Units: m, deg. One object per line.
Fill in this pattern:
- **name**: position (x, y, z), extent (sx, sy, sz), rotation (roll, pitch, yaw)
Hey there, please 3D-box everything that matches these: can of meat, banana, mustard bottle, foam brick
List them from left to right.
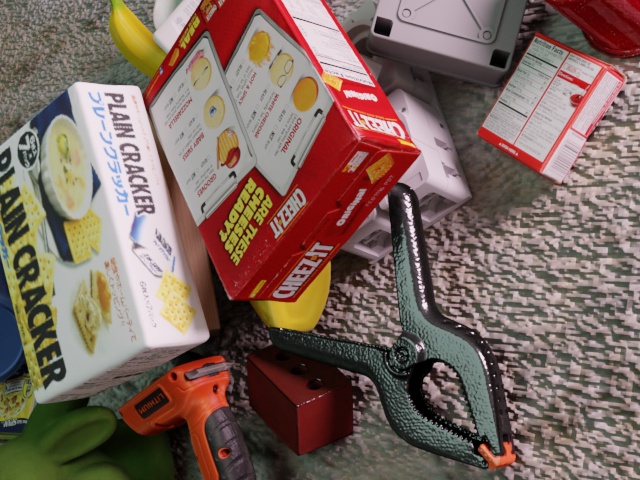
- **can of meat**: position (-0.298, 0.170, 1.112), extent (0.102, 0.057, 0.084), rotation (-9, 68, 43)
- **banana**: position (-0.143, -0.179, 1.060), extent (0.198, 0.070, 0.037), rotation (32, 57, 14)
- **mustard bottle**: position (-0.056, 0.001, 0.914), extent (0.192, 0.058, 0.096), rotation (-140, 47, -57)
- **foam brick**: position (-0.017, 0.121, 0.838), extent (0.078, 0.052, 0.051), rotation (37, 136, 45)

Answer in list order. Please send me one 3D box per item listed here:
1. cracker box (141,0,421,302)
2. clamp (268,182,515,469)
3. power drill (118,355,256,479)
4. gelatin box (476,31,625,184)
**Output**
- **cracker box**: position (-0.038, -0.086, 0.783), extent (0.164, 0.071, 0.214), rotation (-51, 52, 32)
- **clamp**: position (0.069, 0.071, 0.761), extent (0.210, 0.036, 0.165), rotation (43, 110, 29)
- **power drill**: position (-0.093, 0.202, 0.860), extent (0.185, 0.057, 0.188), rotation (-38, 73, 37)
- **gelatin box**: position (0.165, -0.096, 0.767), extent (0.073, 0.030, 0.089), rotation (41, 105, 46)
